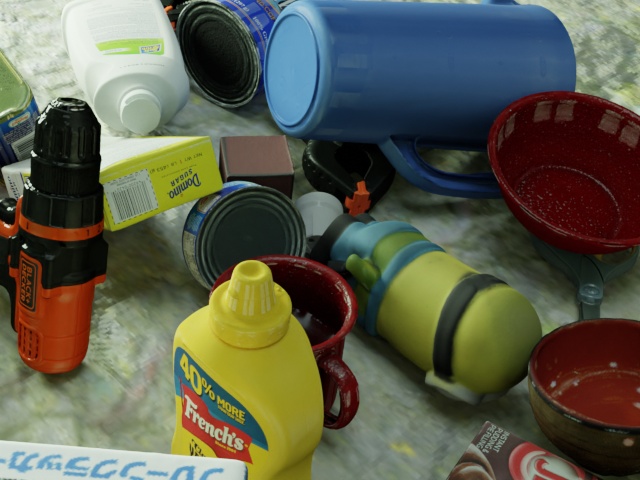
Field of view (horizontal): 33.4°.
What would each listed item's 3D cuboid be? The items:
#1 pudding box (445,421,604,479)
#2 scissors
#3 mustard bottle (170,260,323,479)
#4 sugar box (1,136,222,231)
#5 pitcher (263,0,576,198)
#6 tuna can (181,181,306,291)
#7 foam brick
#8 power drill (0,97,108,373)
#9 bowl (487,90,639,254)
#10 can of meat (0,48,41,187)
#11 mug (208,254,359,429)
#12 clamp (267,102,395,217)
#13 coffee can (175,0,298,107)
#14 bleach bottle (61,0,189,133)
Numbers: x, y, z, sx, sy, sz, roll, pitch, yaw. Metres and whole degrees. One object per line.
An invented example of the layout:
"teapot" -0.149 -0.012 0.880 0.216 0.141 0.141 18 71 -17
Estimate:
"pudding box" 0.112 0.167 0.618 0.090 0.039 0.113 24 42 21
"scissors" 0.189 0.032 0.817 0.096 0.016 0.201 21 41 20
"mustard bottle" -0.040 0.089 0.572 0.058 0.192 0.096 -25 48 -33
"sugar box" -0.157 -0.045 0.783 0.093 0.048 0.177 -23 15 -32
"pitcher" 0.083 -0.126 0.882 0.242 0.145 0.149 -3 33 -29
"tuna can" -0.055 0.001 0.763 0.086 0.086 0.034 -15 18 -25
"foam brick" -0.051 -0.034 0.818 0.051 0.078 0.053 -2 41 -11
"power drill" -0.215 -0.024 0.712 0.188 0.184 0.057 26 25 36
"bowl" 0.203 -0.043 0.839 0.162 0.055 0.162 5 51 -7
"can of meat" -0.258 -0.105 0.851 0.057 0.084 0.102 -33 63 -17
"mug" -0.018 0.075 0.681 0.093 0.081 0.117 -28 49 -35
"clamp" 0.029 -0.081 0.920 0.120 0.039 0.171 -7 44 -15
"coffee can" -0.051 -0.197 1.001 0.103 0.103 0.140 29 44 26
"bleach bottle" -0.168 -0.147 0.905 0.102 0.068 0.251 -10 28 -8
